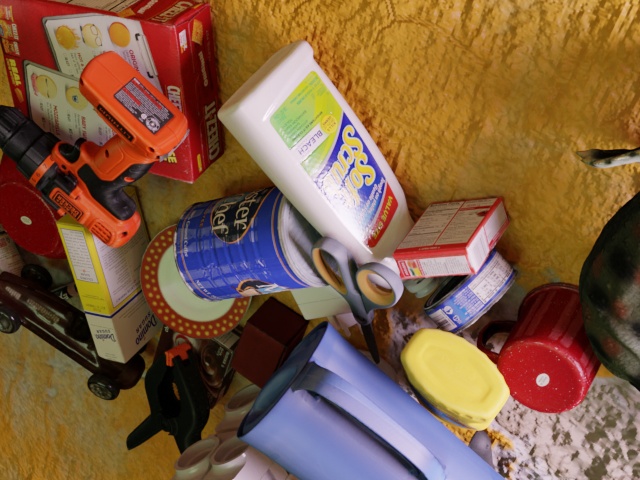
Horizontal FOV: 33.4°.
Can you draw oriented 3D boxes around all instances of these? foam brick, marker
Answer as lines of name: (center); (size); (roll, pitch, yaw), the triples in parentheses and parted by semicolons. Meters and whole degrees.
foam brick: (-0.054, 0.110, 1.135); (0.051, 0.052, 0.078); (31, 131, 11)
marker: (-0.310, 0.064, 1.289); (0.121, 0.020, 0.020); (-19, 108, 40)

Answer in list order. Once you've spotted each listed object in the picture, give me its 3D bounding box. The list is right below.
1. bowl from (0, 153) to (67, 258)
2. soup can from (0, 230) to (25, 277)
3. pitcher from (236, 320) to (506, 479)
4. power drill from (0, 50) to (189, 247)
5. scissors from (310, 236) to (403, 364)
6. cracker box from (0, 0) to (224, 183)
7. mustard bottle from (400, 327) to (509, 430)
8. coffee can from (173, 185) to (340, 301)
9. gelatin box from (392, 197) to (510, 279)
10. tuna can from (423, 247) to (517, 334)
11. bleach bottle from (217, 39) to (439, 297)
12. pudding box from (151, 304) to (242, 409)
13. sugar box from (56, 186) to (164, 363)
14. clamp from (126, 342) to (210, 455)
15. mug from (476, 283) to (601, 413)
bowl: (-0.313, -0.037, 1.199); (0.162, 0.055, 0.162); (17, 128, 23)
soup can: (-0.385, 0.047, 1.280); (0.069, 0.068, 0.102); (-20, 95, 40)
pitcher: (0.056, 0.194, 0.969); (0.243, 0.149, 0.145); (38, 115, -4)
power drill: (-0.220, -0.095, 1.004); (0.184, 0.057, 0.188); (41, 139, -8)
scissors: (0.052, 0.067, 0.982); (0.096, 0.016, 0.201); (13, 148, 38)
cracker box: (-0.204, -0.161, 1.034); (0.214, 0.072, 0.164); (14, 129, 23)
mustard bottle: (0.121, 0.135, 0.986); (0.096, 0.058, 0.191); (34, 170, 13)
coffee can: (-0.057, 0.001, 1.029); (0.141, 0.102, 0.103); (-10, 114, 37)
gelatin box: (0.114, -0.002, 0.926); (0.073, 0.089, 0.030); (-5, 118, 35)
tuna can: (0.132, 0.044, 0.949); (0.034, 0.086, 0.086); (46, 133, -2)
bleach bottle: (0.025, -0.052, 0.957); (0.250, 0.102, 0.068); (48, 159, -17)
pudding box: (-0.138, 0.126, 1.208); (0.090, 0.039, 0.114); (32, 131, 11)
sugar box: (-0.223, 0.036, 1.165); (0.048, 0.093, 0.176); (10, 124, 28)
clamp: (-0.173, 0.203, 1.228); (0.165, 0.036, 0.210); (23, 125, 36)
mug: (0.195, 0.096, 0.946); (0.117, 0.081, 0.093); (11, 125, 26)
